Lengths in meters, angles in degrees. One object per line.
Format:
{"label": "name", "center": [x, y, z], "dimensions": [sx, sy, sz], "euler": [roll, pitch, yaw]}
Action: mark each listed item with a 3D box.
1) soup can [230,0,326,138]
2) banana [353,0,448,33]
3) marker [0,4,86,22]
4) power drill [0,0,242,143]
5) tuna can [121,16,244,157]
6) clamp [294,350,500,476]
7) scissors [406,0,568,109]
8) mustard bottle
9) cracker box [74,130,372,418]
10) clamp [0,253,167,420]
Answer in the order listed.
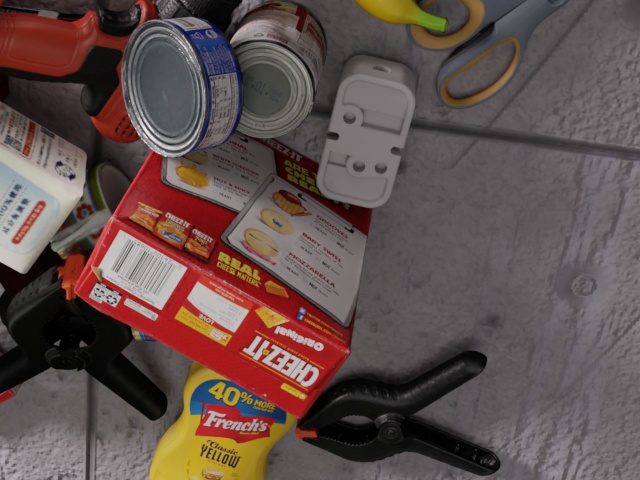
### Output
{"label": "soup can", "center": [-0.033, -0.118, 0.724], "dimensions": [0.068, 0.102, 0.068], "euler": [2, 117, 4]}
{"label": "banana", "center": [0.028, -0.225, 0.702], "dimensions": [0.070, 0.037, 0.198], "euler": [-15, 113, 10]}
{"label": "marker", "center": [-0.220, -0.160, 0.768], "dimensions": [0.121, 0.020, 0.020], "euler": [8, 117, 1]}
{"label": "power drill", "center": [-0.152, -0.147, 0.695], "dimensions": [0.187, 0.057, 0.185], "euler": [12, 133, -38]}
{"label": "tuna can", "center": [-0.087, -0.097, 0.673], "dimensions": [0.086, 0.033, 0.086], "euler": [18, 116, 42]}
{"label": "clamp", "center": [0.068, 0.156, 0.888], "dimensions": [0.172, 0.039, 0.120], "euler": [-12, 110, 18]}
{"label": "scissors", "center": [0.141, -0.176, 0.727], "dimensions": [0.096, 0.016, 0.202], "euler": [38, 114, -13]}
{"label": "mustard bottle", "center": [-0.069, 0.138, 0.880], "dimensions": [0.096, 0.058, 0.192], "euler": [21, 116, -6]}
{"label": "cracker box", "center": [-0.055, 0.001, 0.723], "dimensions": [0.164, 0.213, 0.072], "euler": [30, 117, -9]}
{"label": "clamp", "center": [-0.202, 0.081, 0.817], "dimensions": [0.164, 0.036, 0.210], "euler": [2, 144, -5]}
